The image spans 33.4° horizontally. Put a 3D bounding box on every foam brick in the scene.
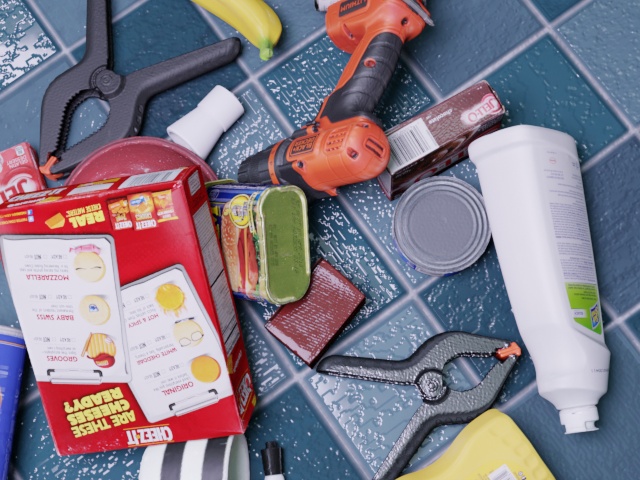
[{"bbox_3d":[-0.003,0.064,0.917,0.051,0.053,0.078,38,83,10],"label":"foam brick"}]

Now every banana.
[{"bbox_3d":[-0.105,-0.229,0.980,0.198,0.069,0.037,34,110,14],"label":"banana"}]

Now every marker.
[{"bbox_3d":[-0.036,0.230,0.899,0.020,0.020,0.121,-7,78,1],"label":"marker"}]

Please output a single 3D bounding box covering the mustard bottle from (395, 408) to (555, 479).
[{"bbox_3d":[0.097,0.230,0.871,0.191,0.058,0.096,-36,97,-5],"label":"mustard bottle"}]

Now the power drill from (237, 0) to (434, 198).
[{"bbox_3d":[0.012,-0.121,0.917,0.057,0.185,0.187,33,67,-32],"label":"power drill"}]

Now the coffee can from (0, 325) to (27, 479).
[{"bbox_3d":[-0.304,0.140,0.889,0.103,0.103,0.140,5,78,4],"label":"coffee can"}]

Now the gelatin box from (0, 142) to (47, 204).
[{"bbox_3d":[-0.291,-0.038,0.963,0.089,0.030,0.073,-21,77,-1],"label":"gelatin box"}]

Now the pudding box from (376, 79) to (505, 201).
[{"bbox_3d":[0.101,-0.085,0.925,0.113,0.090,0.039,-27,76,-3],"label":"pudding box"}]

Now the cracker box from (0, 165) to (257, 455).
[{"bbox_3d":[-0.155,0.056,0.862,0.164,0.072,0.214,-9,106,12],"label":"cracker box"}]

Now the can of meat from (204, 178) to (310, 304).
[{"bbox_3d":[-0.056,0.001,0.888,0.084,0.057,0.102,5,102,45],"label":"can of meat"}]

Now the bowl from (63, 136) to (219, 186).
[{"bbox_3d":[-0.159,-0.011,0.921,0.162,0.055,0.162,0,91,5],"label":"bowl"}]

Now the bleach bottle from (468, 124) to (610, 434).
[{"bbox_3d":[0.191,0.035,0.892,0.068,0.102,0.251,-18,74,42],"label":"bleach bottle"}]

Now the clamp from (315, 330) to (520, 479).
[{"bbox_3d":[0.084,0.120,0.908,0.171,0.039,0.120,-32,83,-7],"label":"clamp"}]

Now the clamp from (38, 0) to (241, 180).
[{"bbox_3d":[-0.198,-0.151,0.980,0.164,0.036,0.210,39,83,9],"label":"clamp"}]

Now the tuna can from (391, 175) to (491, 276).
[{"bbox_3d":[0.105,-0.012,0.934,0.086,0.034,0.086,0,81,2],"label":"tuna can"}]
